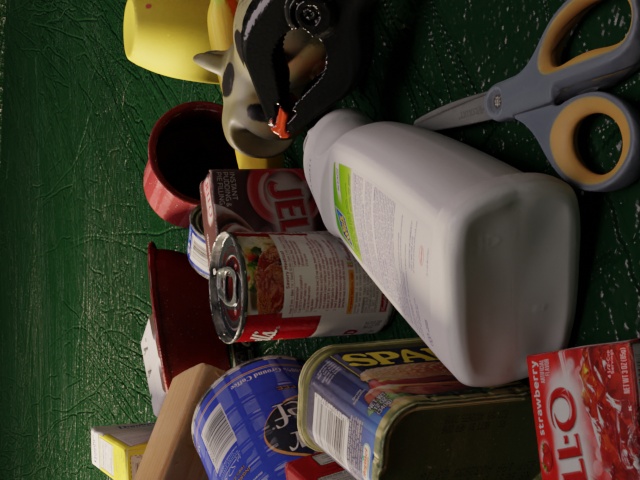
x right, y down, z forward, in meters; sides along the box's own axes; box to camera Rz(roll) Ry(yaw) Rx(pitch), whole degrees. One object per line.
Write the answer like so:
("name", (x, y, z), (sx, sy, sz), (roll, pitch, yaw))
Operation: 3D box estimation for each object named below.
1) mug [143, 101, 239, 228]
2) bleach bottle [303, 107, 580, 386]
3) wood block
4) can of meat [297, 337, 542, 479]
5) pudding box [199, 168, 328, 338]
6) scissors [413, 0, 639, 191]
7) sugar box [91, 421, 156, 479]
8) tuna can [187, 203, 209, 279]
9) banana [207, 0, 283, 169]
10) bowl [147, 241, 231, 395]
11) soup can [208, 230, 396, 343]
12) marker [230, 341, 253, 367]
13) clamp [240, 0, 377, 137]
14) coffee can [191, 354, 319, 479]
("mug", (-0.100, -0.069, 0.905), (0.117, 0.093, 0.082), (-67, 8, -23))
("bleach bottle", (0.044, -0.023, 0.573), (0.251, 0.068, 0.102), (-132, 34, -60))
("wood block", (-0.094, 0.206, 0.780), (0.090, 0.090, 0.206), (-33, 34, 63))
("can of meat", (0.051, 0.087, 0.518), (0.084, 0.102, 0.057), (-154, 65, -63))
("pudding box", (-0.030, 0.008, 0.723), (0.039, 0.089, 0.113), (145, 120, -66))
("scissors", (0.096, -0.051, 0.510), (0.202, 0.016, 0.096), (141, 124, -63))
("sugar box", (-0.166, 0.211, 1.060), (0.176, 0.093, 0.048), (165, 102, -68))
("tuna can", (-0.055, 0.001, 0.787), (0.086, 0.086, 0.034), (-126, 39, -54))
("banana", (-0.061, -0.110, 0.830), (0.069, 0.037, 0.198), (19, -127, -69))
("bowl", (-0.111, 0.076, 0.931), (0.162, 0.055, 0.162), (172, 90, -85))
("soup can", (-0.011, 0.027, 0.661), (0.069, 0.102, 0.068), (178, 90, -67))
("marker", (-0.070, 0.076, 0.913), (0.020, 0.020, 0.121), (133, 131, -60))
("clamp", (-0.009, -0.144, 0.611), (0.172, 0.120, 0.039), (-62, -5, 30))
("coffee can", (-0.016, 0.154, 0.679), (0.140, 0.102, 0.103), (-127, 41, -54))
